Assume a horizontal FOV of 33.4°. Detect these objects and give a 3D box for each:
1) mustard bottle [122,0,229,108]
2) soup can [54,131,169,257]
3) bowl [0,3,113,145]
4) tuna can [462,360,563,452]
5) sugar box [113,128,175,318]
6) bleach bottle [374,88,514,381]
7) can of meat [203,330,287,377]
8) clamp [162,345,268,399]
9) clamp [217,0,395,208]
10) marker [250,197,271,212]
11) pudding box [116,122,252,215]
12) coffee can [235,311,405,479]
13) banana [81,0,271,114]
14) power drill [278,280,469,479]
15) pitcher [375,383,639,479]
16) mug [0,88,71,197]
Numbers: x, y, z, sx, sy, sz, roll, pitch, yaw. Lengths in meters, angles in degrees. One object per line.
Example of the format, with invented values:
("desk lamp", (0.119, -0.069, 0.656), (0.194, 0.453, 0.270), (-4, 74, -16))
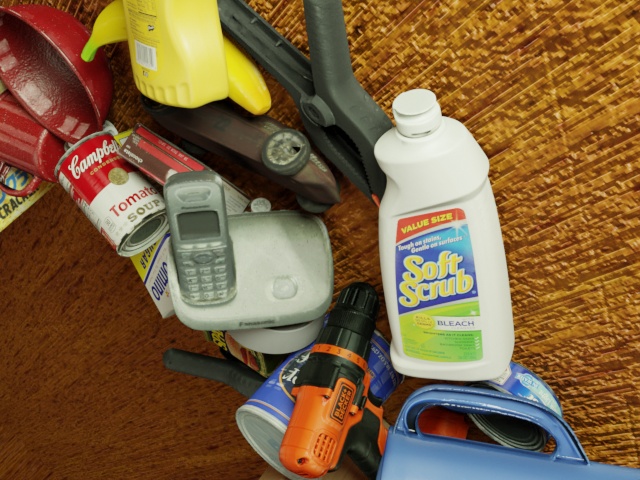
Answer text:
("mustard bottle", (-0.112, -0.197, 0.764), (0.096, 0.058, 0.192), (31, 135, 49))
("soup can", (-0.193, -0.043, 1.003), (0.102, 0.068, 0.069), (49, 154, 13))
("bowl", (-0.252, -0.169, 1.027), (0.162, 0.055, 0.162), (33, 151, 21))
("tuna can", (0.164, 0.141, 0.916), (0.086, 0.033, 0.086), (33, 151, 21))
("sugar box", (-0.169, -0.016, 1.077), (0.093, 0.048, 0.176), (-38, 78, 54))
("bleach bottle", (0.082, -0.001, 0.785), (0.103, 0.068, 0.251), (2, 134, 21))
("can of meat", (-0.078, 0.094, 1.153), (0.084, 0.057, 0.102), (32, 157, 17))
("clamp", (-0.081, 0.148, 1.220), (0.172, 0.120, 0.039), (20, 111, 20))
("clamp", (0.009, -0.107, 0.771), (0.210, 0.036, 0.165), (53, 161, -19))
("marker", (-0.057, 0.001, 1.039), (0.020, 0.020, 0.121), (34, 151, 20))
("pudding box", (-0.122, -0.057, 0.979), (0.090, 0.039, 0.113), (34, -179, 21))
("coffee can", (0.001, 0.152, 1.037), (0.103, 0.140, 0.103), (33, 151, 21))
("banana", (-0.116, -0.159, 0.864), (0.198, 0.037, 0.070), (21, 125, 30))
("power drill", (0.055, 0.153, 0.976), (0.187, 0.184, 0.057), (37, 153, -31))
("pitcher", (0.162, 0.217, 0.852), (0.243, 0.145, 0.149), (5, 135, 7))
("mug", (-0.305, -0.100, 1.139), (0.082, 0.117, 0.093), (22, 170, 28))
